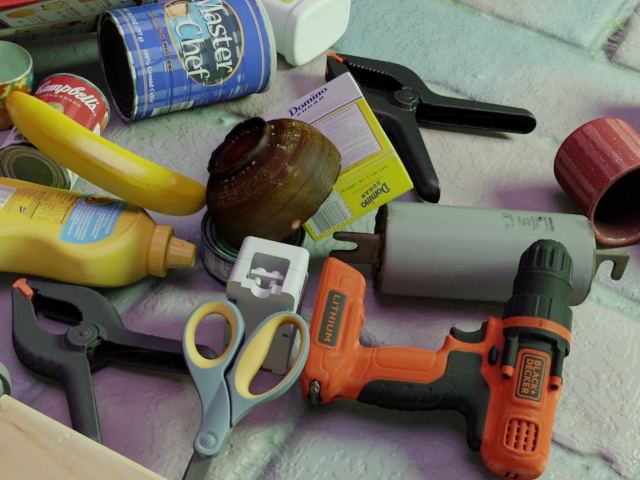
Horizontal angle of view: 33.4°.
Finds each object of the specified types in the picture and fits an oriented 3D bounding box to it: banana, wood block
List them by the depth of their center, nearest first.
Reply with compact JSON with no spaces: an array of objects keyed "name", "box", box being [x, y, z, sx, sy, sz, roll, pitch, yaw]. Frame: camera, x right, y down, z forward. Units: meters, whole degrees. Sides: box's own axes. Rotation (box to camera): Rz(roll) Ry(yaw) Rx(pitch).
[{"name":"wood block","box":[-0.116,0.186,0.622,0.206,0.091,0.090,24,61,16]},{"name":"banana","box":[-0.171,-0.064,0.845,0.198,0.037,0.069,27,9,-1]}]

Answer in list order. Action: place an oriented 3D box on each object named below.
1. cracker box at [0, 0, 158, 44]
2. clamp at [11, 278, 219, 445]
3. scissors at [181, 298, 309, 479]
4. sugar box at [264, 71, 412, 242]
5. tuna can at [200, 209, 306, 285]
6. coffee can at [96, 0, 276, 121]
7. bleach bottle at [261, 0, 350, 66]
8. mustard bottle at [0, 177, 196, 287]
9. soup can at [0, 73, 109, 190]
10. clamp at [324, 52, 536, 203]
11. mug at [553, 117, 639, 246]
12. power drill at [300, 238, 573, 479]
[{"name":"cracker box","box":[-0.261,-0.233,0.981,0.213,0.164,0.072,-12,91,-10]},{"name":"clamp","box":[-0.171,0.086,0.767,0.172,0.039,0.120,24,41,24]},{"name":"scissors","box":[-0.086,0.119,0.714,0.096,0.016,0.201,33,69,16]},{"name":"sugar box","box":[0.010,-0.075,0.902,0.093,0.048,0.176,-29,28,6]},{"name":"tuna can","box":[-0.056,0.001,0.875,0.086,0.034,0.086,4,44,-4]},{"name":"coffee can","box":[-0.125,-0.175,0.998,0.140,0.103,0.103,-16,49,-23]},{"name":"bleach bottle","box":[-0.096,-0.273,1.136,0.251,0.068,0.102,29,47,24]},{"name":"mustard bottle","box":[-0.193,-0.004,0.841,0.191,0.058,0.096,9,28,1]},{"name":"soup can","box":[-0.230,-0.087,0.917,0.068,0.068,0.102,12,45,4]},{"name":"clamp","box":[0.092,-0.127,1.028,0.164,0.036,0.210,-28,54,-31]},{"name":"mug","box":[0.268,-0.052,0.948,0.117,0.093,0.081,20,29,-34]},{"name":"power drill","box":[0.087,0.068,0.779,0.188,0.057,0.184,11,64,8]}]
